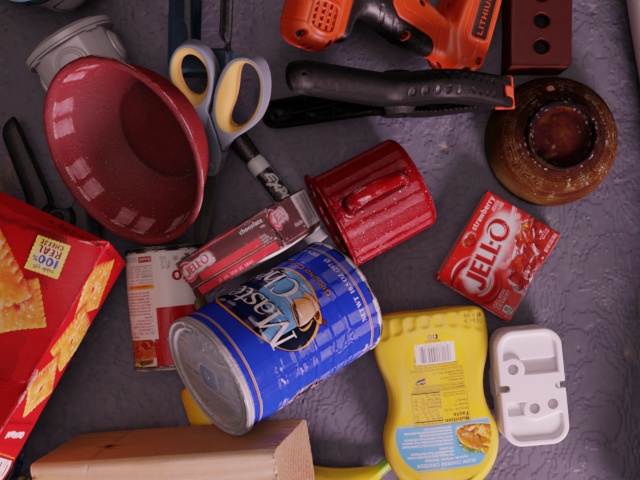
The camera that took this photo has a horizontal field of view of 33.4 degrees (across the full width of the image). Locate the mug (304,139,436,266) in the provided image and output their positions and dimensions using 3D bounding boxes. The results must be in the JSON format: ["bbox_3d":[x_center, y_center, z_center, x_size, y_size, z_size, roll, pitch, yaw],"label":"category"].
[{"bbox_3d":[0.043,-0.034,0.880,0.081,0.117,0.093,-28,81,-4],"label":"mug"}]

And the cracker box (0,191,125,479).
[{"bbox_3d":[-0.281,0.066,0.844,0.164,0.072,0.213,25,75,10],"label":"cracker box"}]

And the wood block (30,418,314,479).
[{"bbox_3d":[-0.115,0.203,0.861,0.206,0.090,0.090,-6,95,16],"label":"wood block"}]

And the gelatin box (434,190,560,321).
[{"bbox_3d":[0.151,0.014,0.917,0.073,0.030,0.089,31,89,2],"label":"gelatin box"}]

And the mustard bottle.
[{"bbox_3d":[0.100,0.153,0.900,0.096,0.058,0.191,-6,88,-3],"label":"mustard bottle"}]

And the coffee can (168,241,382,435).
[{"bbox_3d":[-0.035,0.077,0.856,0.140,0.103,0.103,-30,88,-30],"label":"coffee can"}]

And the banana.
[{"bbox_3d":[-0.035,0.187,0.918,0.198,0.037,0.069,20,60,-2],"label":"banana"}]

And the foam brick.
[{"bbox_3d":[0.183,-0.182,0.909,0.053,0.051,0.078,0,89,1],"label":"foam brick"}]

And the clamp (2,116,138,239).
[{"bbox_3d":[-0.233,-0.025,0.922,0.120,0.039,0.171,16,84,6],"label":"clamp"}]

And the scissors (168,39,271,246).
[{"bbox_3d":[-0.102,-0.080,0.880,0.096,0.016,0.202,36,127,7],"label":"scissors"}]

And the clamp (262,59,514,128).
[{"bbox_3d":[0.054,-0.118,0.879,0.209,0.165,0.036,-2,87,-16],"label":"clamp"}]

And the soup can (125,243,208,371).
[{"bbox_3d":[-0.128,0.056,0.903,0.068,0.068,0.102,-5,89,1],"label":"soup can"}]

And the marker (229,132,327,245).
[{"bbox_3d":[-0.038,-0.045,0.927,0.020,0.020,0.121,-38,89,0],"label":"marker"}]

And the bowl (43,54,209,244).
[{"bbox_3d":[-0.145,-0.080,0.861,0.162,0.055,0.162,17,125,26],"label":"bowl"}]

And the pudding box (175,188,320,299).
[{"bbox_3d":[-0.056,0.001,0.870,0.090,0.113,0.039,-30,90,19],"label":"pudding box"}]

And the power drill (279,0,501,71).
[{"bbox_3d":[0.064,-0.224,0.866,0.187,0.057,0.184,15,91,-31],"label":"power drill"}]
